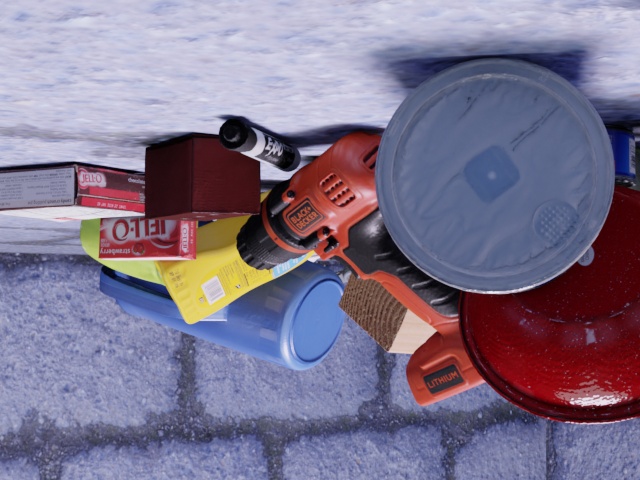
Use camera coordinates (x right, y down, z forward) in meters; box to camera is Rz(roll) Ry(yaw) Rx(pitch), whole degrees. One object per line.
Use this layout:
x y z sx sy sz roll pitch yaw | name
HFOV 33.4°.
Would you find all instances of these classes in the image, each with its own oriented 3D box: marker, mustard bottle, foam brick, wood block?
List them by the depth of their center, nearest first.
-0.037 -0.059 0.677 0.020 0.020 0.121 0 177 14 | marker
-0.081 -0.041 0.729 0.052 0.051 0.078 2 177 -32 | foam brick
-0.057 0.001 0.996 0.191 0.058 0.096 -28 143 -9 | mustard bottle
0.134 0.056 1.056 0.205 0.090 0.091 8 -159 -38 | wood block

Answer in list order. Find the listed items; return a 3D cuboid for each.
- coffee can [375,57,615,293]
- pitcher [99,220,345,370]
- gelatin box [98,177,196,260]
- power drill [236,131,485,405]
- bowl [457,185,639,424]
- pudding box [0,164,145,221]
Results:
0.088 -0.025 0.527 0.103 0.103 0.140 0 177 12 | coffee can
-0.103 0.053 1.124 0.243 0.149 0.145 18 153 34 | pitcher
-0.151 -0.019 0.933 0.089 0.073 0.030 -1 175 27 | gelatin box
0.036 0.028 0.737 0.057 0.187 0.185 -48 -173 -32 | power drill
0.153 0.022 0.616 0.162 0.162 0.055 -1 146 22 | bowl
-0.215 -0.040 0.901 0.114 0.039 0.089 -4 174 31 | pudding box
